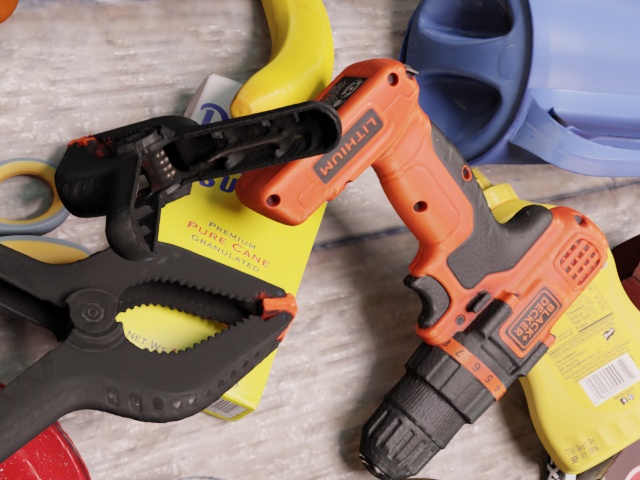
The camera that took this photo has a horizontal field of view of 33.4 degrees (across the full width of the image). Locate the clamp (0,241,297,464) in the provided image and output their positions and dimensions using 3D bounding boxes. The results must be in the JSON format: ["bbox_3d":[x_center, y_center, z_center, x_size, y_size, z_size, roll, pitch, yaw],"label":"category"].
[{"bbox_3d":[-0.109,0.051,0.482,0.209,0.036,0.164,3,53,-20],"label":"clamp"}]

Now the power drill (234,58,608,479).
[{"bbox_3d":[0.044,0.013,0.564,0.184,0.057,0.187,-48,113,-9],"label":"power drill"}]

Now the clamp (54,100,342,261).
[{"bbox_3d":[-0.069,-0.039,0.513,0.120,0.172,0.039,-24,113,-22],"label":"clamp"}]

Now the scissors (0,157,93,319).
[{"bbox_3d":[-0.205,-0.008,0.528,0.201,0.016,0.096,11,64,-23],"label":"scissors"}]

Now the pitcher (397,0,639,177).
[{"bbox_3d":[0.186,-0.103,0.697,0.242,0.145,0.149,0,84,-30],"label":"pitcher"}]

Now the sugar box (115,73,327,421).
[{"bbox_3d":[-0.054,0.001,0.584,0.093,0.048,0.176,27,62,-15],"label":"sugar box"}]

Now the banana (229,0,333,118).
[{"bbox_3d":[-0.023,-0.113,0.620,0.069,0.037,0.198,20,36,-21],"label":"banana"}]
